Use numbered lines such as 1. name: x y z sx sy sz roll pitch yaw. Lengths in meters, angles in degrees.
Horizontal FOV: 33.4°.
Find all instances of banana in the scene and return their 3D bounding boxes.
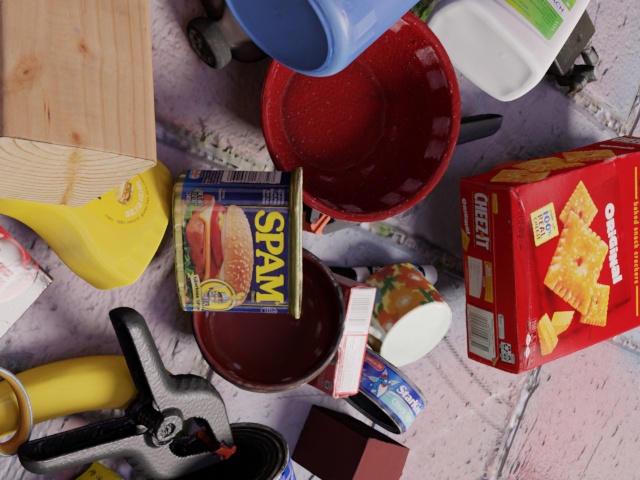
1. banana: -0.162 0.113 0.739 0.197 0.037 0.069 8 96 -41

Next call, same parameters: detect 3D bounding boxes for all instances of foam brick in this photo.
1. foam brick: 0.024 0.177 0.883 0.052 0.078 0.051 25 87 -41

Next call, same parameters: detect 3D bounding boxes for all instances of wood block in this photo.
1. wood block: -0.154 -0.133 0.587 0.090 0.091 0.206 7 71 -40

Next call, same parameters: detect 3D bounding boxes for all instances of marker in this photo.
1. marker: 0.050 0.030 0.902 0.120 0.020 0.020 0 102 -39

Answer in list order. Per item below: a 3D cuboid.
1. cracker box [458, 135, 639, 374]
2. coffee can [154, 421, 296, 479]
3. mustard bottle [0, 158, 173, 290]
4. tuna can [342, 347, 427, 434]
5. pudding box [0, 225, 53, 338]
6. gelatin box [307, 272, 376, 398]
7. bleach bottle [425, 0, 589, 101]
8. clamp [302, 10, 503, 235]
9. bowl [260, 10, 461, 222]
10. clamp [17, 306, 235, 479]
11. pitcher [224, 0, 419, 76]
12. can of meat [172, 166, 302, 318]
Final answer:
1. cracker box: 0.224 0.007 0.933 0.213 0.072 0.164 -15 109 -31
2. coffee can: -0.058 0.225 0.812 0.102 0.103 0.140 -29 119 -30
3. mustard bottle: -0.176 -0.056 0.660 0.191 0.058 0.096 43 51 -37
4. tuna can: 0.044 0.121 0.878 0.033 0.086 0.086 -50 128 -15
5. pudding box: -0.234 0.033 0.655 0.113 0.039 0.090 -50 129 -17
6. gelatin box: 0.003 0.070 0.838 0.030 0.073 0.089 3 101 -41
7. bleach bottle: 0.183 -0.230 0.888 0.102 0.068 0.250 40 57 -10
8. clamp: 0.058 -0.081 0.862 0.164 0.036 0.210 41 76 -31
9. bowl: 0.021 -0.095 0.787 0.161 0.055 0.162 -3 96 -25
10. clamp: -0.123 0.127 0.726 0.120 0.039 0.171 -46 137 -5
11. pitcher: 0.053 -0.220 0.694 0.145 0.149 0.242 39 68 7
12. can of meat: -0.055 0.001 0.730 0.084 0.057 0.102 1 116 1
